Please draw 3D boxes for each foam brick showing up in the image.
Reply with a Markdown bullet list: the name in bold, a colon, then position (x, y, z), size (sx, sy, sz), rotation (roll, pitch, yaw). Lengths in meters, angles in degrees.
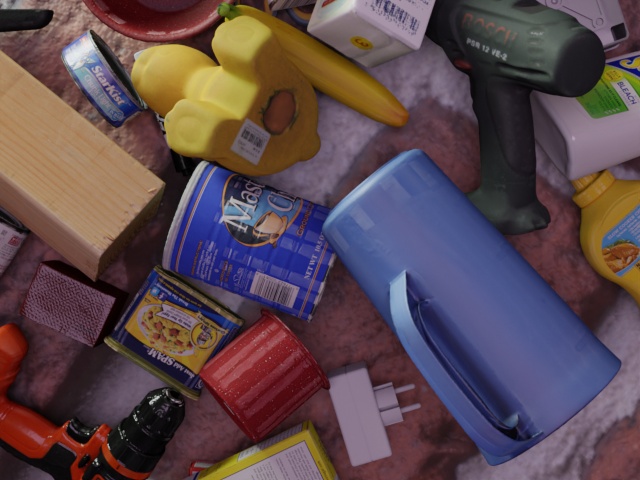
- **foam brick**: position (-0.225, 0.057, 0.978), size (0.078, 0.051, 0.053), rotation (26, 93, 1)

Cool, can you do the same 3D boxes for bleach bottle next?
- **bleach bottle**: position (0.315, -0.138, 0.945), size (0.250, 0.068, 0.103), rotation (-20, 49, -5)

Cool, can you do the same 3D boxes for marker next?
- **marker**: position (-0.143, -0.117, 0.986), size (0.020, 0.020, 0.121), rotation (-20, 92, 2)

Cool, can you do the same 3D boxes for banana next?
- **banana**: position (-0.010, -0.158, 0.956), size (0.197, 0.069, 0.037), rotation (27, 112, -16)

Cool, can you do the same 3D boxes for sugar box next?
- **sugar box**: position (-0.069, 0.240, 0.953), size (0.176, 0.048, 0.093), rotation (-25, 93, 6)

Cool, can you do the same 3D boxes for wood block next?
- **wood block**: position (-0.247, -0.070, 0.941), size (0.206, 0.090, 0.090), rotation (39, 68, 0)

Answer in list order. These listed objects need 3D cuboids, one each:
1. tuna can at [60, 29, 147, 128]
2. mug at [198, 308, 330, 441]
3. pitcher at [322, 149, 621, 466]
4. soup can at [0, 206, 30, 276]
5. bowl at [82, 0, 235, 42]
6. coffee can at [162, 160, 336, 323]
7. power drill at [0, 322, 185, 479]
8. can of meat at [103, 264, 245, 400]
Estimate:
- **tuna can**: position (-0.193, -0.144, 0.953), size (0.034, 0.086, 0.086), rotation (-34, 91, 4)
- **mug**: position (-0.052, 0.124, 0.944), size (0.081, 0.117, 0.093), rotation (-40, 77, -13)
- **pitcher**: position (0.109, 0.052, 0.846), size (0.145, 0.149, 0.243), rotation (-39, 85, -11)
- **soup can**: position (-0.320, 0.013, 0.970), size (0.068, 0.068, 0.102), rotation (36, 92, 0)
- **bowl**: position (-0.142, -0.256, 0.962), size (0.162, 0.055, 0.162), rotation (0, 92, 1)
- **coffee can**: position (-0.056, 0.001, 0.946), size (0.140, 0.103, 0.103), rotation (20, 92, 0)
- **power drill**: position (-0.232, 0.160, 0.961), size (0.187, 0.057, 0.185), rotation (39, 109, 3)
- **can of meat**: position (-0.131, 0.082, 0.974), size (0.102, 0.057, 0.084), rotation (33, 90, -1)
